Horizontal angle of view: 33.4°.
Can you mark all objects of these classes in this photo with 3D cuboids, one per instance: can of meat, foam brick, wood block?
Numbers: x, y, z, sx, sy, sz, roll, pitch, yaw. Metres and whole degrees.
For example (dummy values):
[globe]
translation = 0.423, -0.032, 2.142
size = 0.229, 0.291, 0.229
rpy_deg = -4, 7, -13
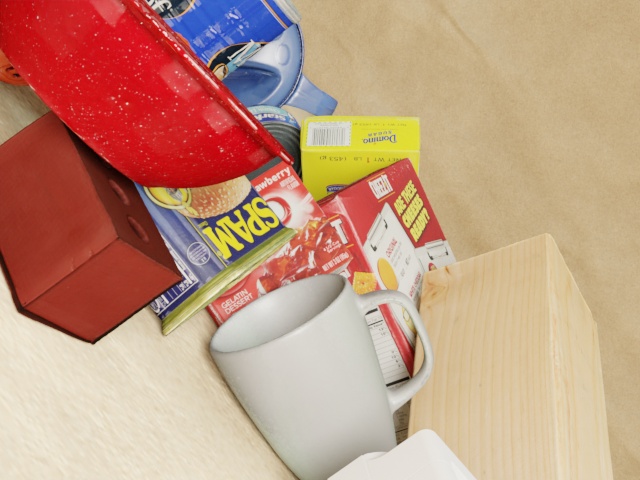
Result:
[can of meat]
translation = -0.071, -0.010, 0.563
size = 0.084, 0.058, 0.102
rpy_deg = 51, 28, 1
[foam brick]
translation = -0.103, -0.006, 0.447
size = 0.078, 0.051, 0.053
rpy_deg = 58, 9, 30
[wood block]
translation = 0.111, 0.102, 0.619
size = 0.090, 0.091, 0.206
rpy_deg = 57, 26, -28

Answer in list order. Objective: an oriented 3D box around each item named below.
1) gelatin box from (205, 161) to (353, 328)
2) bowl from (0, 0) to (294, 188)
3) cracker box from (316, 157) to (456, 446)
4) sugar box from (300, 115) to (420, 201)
[gelatin box]
translation = -0.037, 0.006, 0.635
size = 0.073, 0.089, 0.030
rpy_deg = 56, -16, 8
[bowl]
translation = -0.085, -0.074, 0.452
size = 0.162, 0.055, 0.162
rpy_deg = 46, 3, -4
[cracker box]
translation = 0.056, 0.062, 0.746
size = 0.214, 0.072, 0.164
rpy_deg = 65, 24, -3
[sugar box]
translation = 0.033, -0.024, 0.879
size = 0.176, 0.093, 0.048
rpy_deg = 87, 6, -47
